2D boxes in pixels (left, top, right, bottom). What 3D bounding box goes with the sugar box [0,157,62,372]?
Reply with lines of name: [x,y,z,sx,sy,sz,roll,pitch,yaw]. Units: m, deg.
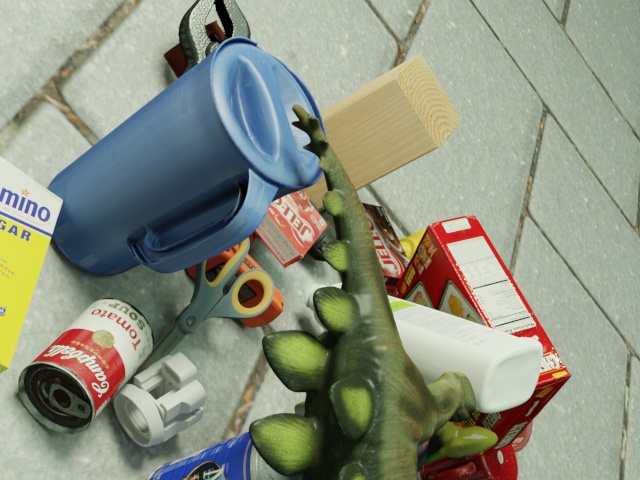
sugar box: [-0.269,0.014,0.839,0.093,0.048,0.176,38,42,-32]

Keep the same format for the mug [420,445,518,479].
mug: [0.166,0.259,1.222,0.117,0.082,0.093,-1,68,-54]

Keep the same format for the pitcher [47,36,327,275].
pitcher: [-0.123,-0.051,0.901,0.145,0.243,0.149,61,34,-2]

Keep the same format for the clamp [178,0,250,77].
clamp: [-0.102,-0.184,1.120,0.120,0.039,0.171,14,79,-31]

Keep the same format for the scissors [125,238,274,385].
scissors: [-0.105,0.080,0.984,0.096,0.016,0.201,39,61,-26]

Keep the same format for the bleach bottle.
bleach bottle: [0.089,0.094,1.072,0.102,0.251,0.068,-5,110,-48]

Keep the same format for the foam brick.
foam brick: [-0.122,-0.190,1.170,0.078,0.051,0.052,57,35,-9]

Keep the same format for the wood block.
wood block: [0.040,-0.113,1.195,0.091,0.206,0.090,56,34,-10]

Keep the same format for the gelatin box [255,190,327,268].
gelatin box: [-0.039,-0.027,1.087,0.089,0.030,0.073,52,34,-9]

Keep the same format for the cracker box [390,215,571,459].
cracker box: [0.167,0.104,1.169,0.072,0.164,0.214,-13,60,-25]

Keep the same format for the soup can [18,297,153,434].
soup can: [-0.188,0.100,0.869,0.068,0.069,0.102,55,34,-12]

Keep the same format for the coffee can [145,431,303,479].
coffee can: [-0.067,0.215,0.885,0.102,0.141,0.103,32,44,-38]

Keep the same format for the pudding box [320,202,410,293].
pudding box: [0.058,0.007,1.271,0.089,0.039,0.113,10,46,-50]

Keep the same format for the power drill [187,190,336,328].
power drill: [-0.057,0.001,1.124,0.184,0.057,0.187,43,36,-21]
